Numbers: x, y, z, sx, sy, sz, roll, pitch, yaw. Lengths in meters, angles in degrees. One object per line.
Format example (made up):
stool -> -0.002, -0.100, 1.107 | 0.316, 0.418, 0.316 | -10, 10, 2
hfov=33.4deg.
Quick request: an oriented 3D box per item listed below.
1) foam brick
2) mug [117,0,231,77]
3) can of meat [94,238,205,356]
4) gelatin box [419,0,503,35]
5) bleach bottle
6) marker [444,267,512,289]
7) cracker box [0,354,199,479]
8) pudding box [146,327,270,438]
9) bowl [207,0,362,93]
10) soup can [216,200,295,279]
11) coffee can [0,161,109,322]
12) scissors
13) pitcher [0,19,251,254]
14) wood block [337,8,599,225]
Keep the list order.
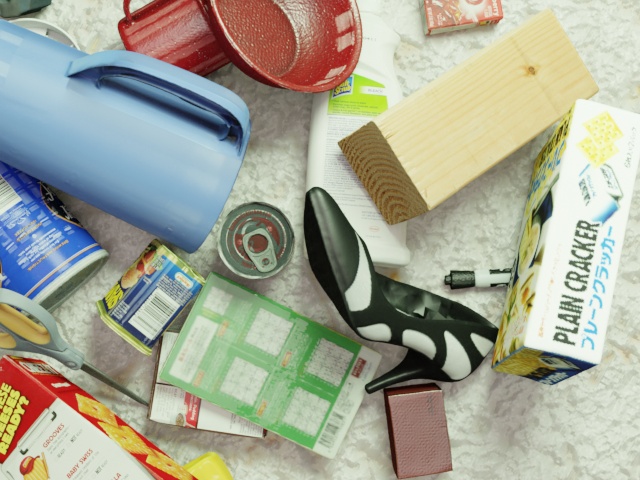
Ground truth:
foam brick -> 0.090, 0.175, 0.990 | 0.053, 0.051, 0.078 | -6, 89, -2
mug -> -0.137, -0.191, 0.973 | 0.081, 0.117, 0.093 | -28, 48, 4
can of meat -> -0.153, 0.048, 0.967 | 0.057, 0.102, 0.084 | 41, 86, -16
gelatin box -> 0.129, -0.246, 1.013 | 0.073, 0.030, 0.089 | -9, 89, -1
bleach bottle -> 0.041, -0.104, 0.994 | 0.102, 0.068, 0.251 | 5, 86, -3
marker -> 0.178, 0.035, 1.010 | 0.121, 0.020, 0.020 | -3, 88, 0
cracker box -> -0.230, 0.227, 0.944 | 0.214, 0.072, 0.164 | 32, 91, 20
pudding box -> -0.100, 0.132, 0.997 | 0.113, 0.039, 0.090 | 9, 85, -3
bowl -> -0.042, -0.194, 0.938 | 0.161, 0.055, 0.162 | 14, 65, -32
soup can -> -0.056, 0.001, 0.968 | 0.068, 0.102, 0.068 | 0, 88, -1
coffee can -> -0.276, -0.006, 0.967 | 0.103, 0.103, 0.140 | -41, 89, -2
scissors -> -0.243, 0.104, 0.959 | 0.096, 0.201, 0.016 | -7, 52, 24
pitcher -> -0.186, -0.099, 0.918 | 0.242, 0.145, 0.149 | 24, 96, -17
wood block -> 0.131, -0.109, 0.944 | 0.205, 0.090, 0.091 | -34, 94, -21
